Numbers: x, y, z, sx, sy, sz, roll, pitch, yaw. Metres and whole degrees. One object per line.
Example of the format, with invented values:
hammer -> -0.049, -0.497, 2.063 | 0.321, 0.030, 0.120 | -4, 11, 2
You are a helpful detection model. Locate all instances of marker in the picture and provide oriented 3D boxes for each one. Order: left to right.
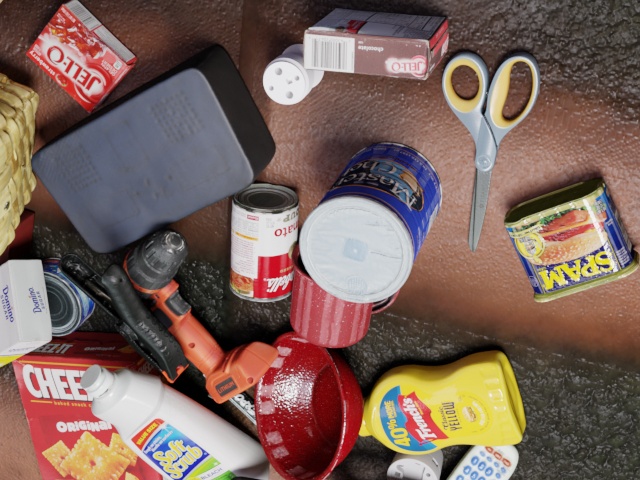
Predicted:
marker -> -0.083, 0.186, 1.205 | 0.121, 0.020, 0.020 | 45, 120, -6

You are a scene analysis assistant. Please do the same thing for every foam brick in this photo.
foam brick -> -0.366, -0.012, 1.185 | 0.078, 0.051, 0.053 | 19, 120, 9

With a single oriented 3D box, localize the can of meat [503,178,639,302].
can of meat -> 0.230, -0.001, 0.985 | 0.102, 0.057, 0.084 | -20, 104, 25

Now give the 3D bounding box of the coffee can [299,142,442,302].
coffee can -> 0.050, -0.020, 0.988 | 0.103, 0.140, 0.103 | 8, 117, 15

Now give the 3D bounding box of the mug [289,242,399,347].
mug -> 0.024, 0.052, 1.071 | 0.117, 0.093, 0.081 | -5, 125, -19

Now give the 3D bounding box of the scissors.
scissors -> 0.139, -0.089, 0.996 | 0.096, 0.016, 0.202 | 25, 120, 7

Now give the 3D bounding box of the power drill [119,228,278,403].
power drill -> -0.134, 0.079, 1.120 | 0.187, 0.057, 0.185 | 45, 146, -5

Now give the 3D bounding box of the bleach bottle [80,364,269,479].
bleach bottle -> -0.166, 0.208, 1.155 | 0.103, 0.068, 0.250 | -27, 132, 24

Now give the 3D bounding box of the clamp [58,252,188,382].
clamp -> -0.187, 0.078, 1.076 | 0.171, 0.039, 0.120 | 48, 163, -20

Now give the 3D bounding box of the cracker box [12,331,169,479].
cracker box -> -0.255, 0.216, 1.247 | 0.164, 0.072, 0.214 | 0, 114, 18

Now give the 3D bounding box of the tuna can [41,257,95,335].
tuna can -> -0.301, 0.065, 1.211 | 0.086, 0.033, 0.086 | 8, 117, 15

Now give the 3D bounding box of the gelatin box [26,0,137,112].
gelatin box -> -0.239, -0.184, 1.070 | 0.089, 0.030, 0.073 | 44, 121, -5

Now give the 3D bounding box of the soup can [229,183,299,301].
soup can -> -0.057, 0.001, 1.077 | 0.068, 0.068, 0.102 | 11, 118, 13

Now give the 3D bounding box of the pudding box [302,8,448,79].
pudding box -> 0.051, -0.175, 0.941 | 0.113, 0.090, 0.039 | 9, 116, 15

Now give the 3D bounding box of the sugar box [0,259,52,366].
sugar box -> -0.361, 0.089, 1.189 | 0.177, 0.048, 0.093 | -24, 73, 43

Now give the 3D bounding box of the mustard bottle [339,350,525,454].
mustard bottle -> 0.109, 0.175, 1.111 | 0.192, 0.058, 0.096 | -12, 109, 24

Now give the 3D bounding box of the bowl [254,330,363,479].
bowl -> -0.004, 0.175, 1.125 | 0.162, 0.055, 0.162 | -1, 89, 53
